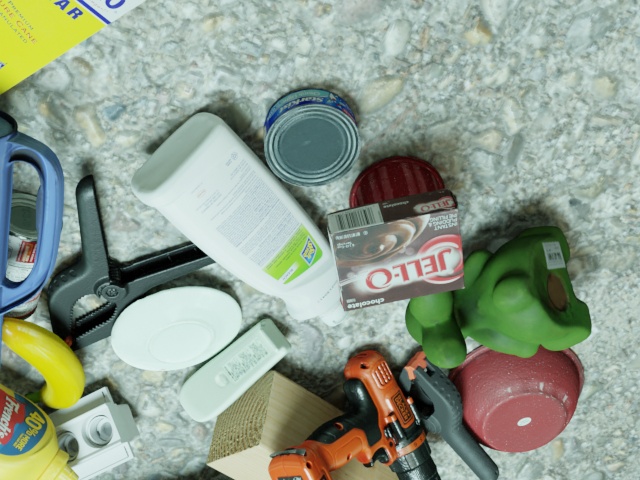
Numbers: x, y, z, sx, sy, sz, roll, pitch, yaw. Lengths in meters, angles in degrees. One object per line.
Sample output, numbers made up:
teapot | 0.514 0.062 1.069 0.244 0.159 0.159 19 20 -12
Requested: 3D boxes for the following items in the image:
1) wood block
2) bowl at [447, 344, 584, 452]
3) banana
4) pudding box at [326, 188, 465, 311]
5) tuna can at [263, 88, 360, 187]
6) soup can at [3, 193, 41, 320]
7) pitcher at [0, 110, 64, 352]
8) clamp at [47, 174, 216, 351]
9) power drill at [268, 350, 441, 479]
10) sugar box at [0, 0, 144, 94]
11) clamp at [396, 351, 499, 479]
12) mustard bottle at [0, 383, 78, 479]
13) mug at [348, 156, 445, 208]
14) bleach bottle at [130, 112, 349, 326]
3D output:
wood block | -0.008 0.233 1.145 0.205 0.090 0.091 35 137 -27
bowl | 0.216 0.181 1.167 0.162 0.055 0.162 -3 126 -4
banana | -0.267 0.127 1.043 0.069 0.037 0.198 -5 150 -9
pudding box | 0.066 0.009 0.927 0.113 0.039 0.090 -10 127 1
tuna can | -0.008 -0.092 0.951 0.086 0.034 0.086 -3 127 -4
soup can | -0.281 0.016 0.980 0.068 0.068 0.102 16 123 -18
pitcher | -0.310 0.012 0.885 0.144 0.149 0.243 -15 120 -43
clamp | -0.190 0.037 1.025 0.164 0.036 0.210 18 126 -26
power drill | 0.042 0.230 1.084 0.057 0.187 0.184 -20 101 42
sugar box | -0.231 -0.190 0.846 0.176 0.048 0.093 -29 124 16
clamp | 0.117 0.194 1.162 0.120 0.039 0.171 -7 118 38
mustard bottle | -0.321 0.186 1.052 0.191 0.096 0.058 38 117 -8
mug | 0.079 -0.008 0.993 0.093 0.081 0.117 -11 127 1
bleach bottle | -0.056 0.001 0.986 0.102 0.068 0.250 -47 124 -9
